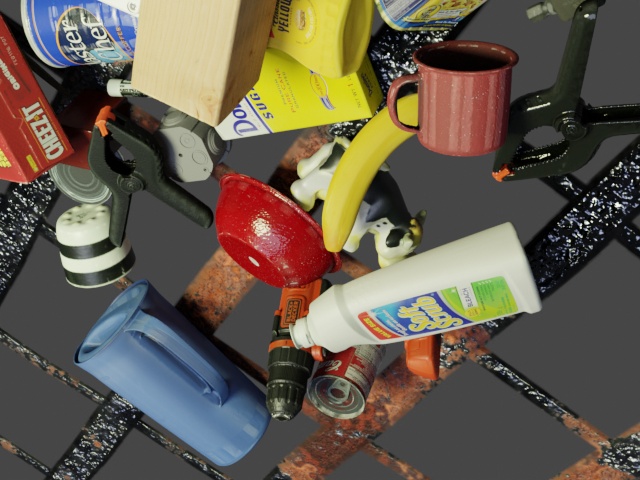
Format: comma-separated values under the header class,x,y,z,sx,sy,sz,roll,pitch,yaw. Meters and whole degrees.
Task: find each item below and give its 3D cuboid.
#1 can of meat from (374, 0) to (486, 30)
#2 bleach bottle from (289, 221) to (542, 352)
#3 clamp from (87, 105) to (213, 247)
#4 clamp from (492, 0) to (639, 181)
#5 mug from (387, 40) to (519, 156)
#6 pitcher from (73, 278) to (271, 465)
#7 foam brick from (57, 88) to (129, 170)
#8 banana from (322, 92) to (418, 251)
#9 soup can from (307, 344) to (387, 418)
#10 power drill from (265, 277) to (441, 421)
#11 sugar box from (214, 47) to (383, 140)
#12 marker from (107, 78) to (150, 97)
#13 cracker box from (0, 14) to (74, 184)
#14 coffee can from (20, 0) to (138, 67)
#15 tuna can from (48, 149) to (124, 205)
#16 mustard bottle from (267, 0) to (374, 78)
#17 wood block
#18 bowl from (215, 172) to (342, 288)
class,x,y,z,sx,sy,sz,roll,pitch,yaw
can of meat,0.104,-0.220,0.895,0.084,0.101,0.057,-33,75,43
bleach bottle,0.092,0.064,1.092,0.251,0.068,0.102,-19,136,10
clamp,-0.202,-0.061,1.124,0.120,0.039,0.171,-23,123,14
clamp,0.225,-0.120,0.962,0.164,0.036,0.210,40,136,-22
mug,0.117,-0.125,0.954,0.117,0.093,0.081,-8,118,-12
pitcher,-0.172,0.171,1.327,0.145,0.149,0.242,-41,109,17
foam brick,-0.247,-0.120,1.151,0.051,0.078,0.053,15,132,14
banana,0.059,-0.078,1.025,0.198,0.037,0.070,-45,78,8
soup can,0.033,0.146,1.232,0.068,0.102,0.068,13,132,14
power drill,0.035,0.111,1.161,0.188,0.184,0.057,0,148,14
sugar box,-0.036,-0.156,1.048,0.176,0.048,0.093,-8,123,27
marker,-0.168,-0.159,1.123,0.121,0.020,0.020,5,130,20
cracker box,-0.363,-0.151,1.124,0.214,0.072,0.164,10,132,51
coffee can,-0.200,-0.222,1.027,0.140,0.102,0.103,1,128,24
tuna can,-0.268,-0.083,1.222,0.086,0.033,0.086,13,132,14
mustard bottle,-0.043,-0.220,0.968,0.192,0.058,0.096,26,126,30
wood block,-0.089,-0.212,0.887,0.091,0.090,0.206,26,135,9
bowl,-0.057,0.001,1.137,0.162,0.055,0.162,33,161,13
